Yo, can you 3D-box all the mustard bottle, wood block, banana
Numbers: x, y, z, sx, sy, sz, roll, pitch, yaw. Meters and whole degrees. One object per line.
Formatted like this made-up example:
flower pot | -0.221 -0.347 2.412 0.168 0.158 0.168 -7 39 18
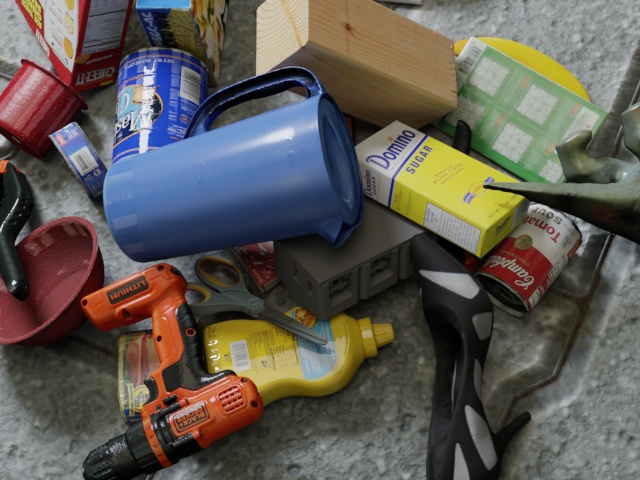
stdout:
mustard bottle | -0.019 0.114 1.092 0.191 0.058 0.096 -13 59 1
wood block | 0.041 -0.195 1.138 0.205 0.090 0.091 17 62 -35
banana | 0.240 -0.180 1.201 0.069 0.037 0.198 -40 69 -12

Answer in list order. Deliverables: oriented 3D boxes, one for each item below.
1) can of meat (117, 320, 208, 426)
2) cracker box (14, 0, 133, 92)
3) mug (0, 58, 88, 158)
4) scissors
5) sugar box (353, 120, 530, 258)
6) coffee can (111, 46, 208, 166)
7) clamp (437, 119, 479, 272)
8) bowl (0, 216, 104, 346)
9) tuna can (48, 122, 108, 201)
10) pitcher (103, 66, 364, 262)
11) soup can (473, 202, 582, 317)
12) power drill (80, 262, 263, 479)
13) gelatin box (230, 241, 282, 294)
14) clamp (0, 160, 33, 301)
can of meat | -0.161 0.138 1.100 0.084 0.057 0.102 -7 67 5
cracker box | -0.277 -0.302 1.215 0.072 0.214 0.164 -19 63 -31
mug | -0.336 -0.151 1.232 0.117 0.093 0.081 21 73 47
scissors | -0.086 0.074 1.092 0.096 0.016 0.202 -27 40 -22
sugar box | 0.119 -0.057 1.094 0.176 0.048 0.093 32 46 25
coffee can | -0.178 -0.129 1.190 0.103 0.103 0.140 -2 67 5
clamp | 0.139 -0.050 1.154 0.120 0.039 0.171 -33 67 6
bowl | -0.283 0.054 1.129 0.162 0.055 0.162 -22 43 22
tuna can | -0.266 -0.089 1.192 0.033 0.086 0.086 -33 67 -10
pitcher | -0.087 -0.063 1.057 0.243 0.145 0.149 -13 31 16
soup can | 0.215 0.020 1.102 0.068 0.068 0.102 35 74 19
power drill | -0.169 0.130 1.043 0.184 0.057 0.188 -25 69 -4
gelatin box | -0.058 0.001 1.160 0.073 0.030 0.089 -34 68 -9
clamp | -0.373 0.003 1.174 0.165 0.036 0.210 -21 47 22
